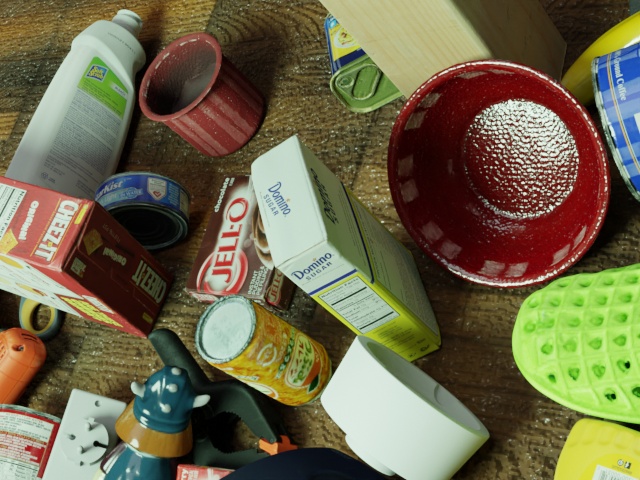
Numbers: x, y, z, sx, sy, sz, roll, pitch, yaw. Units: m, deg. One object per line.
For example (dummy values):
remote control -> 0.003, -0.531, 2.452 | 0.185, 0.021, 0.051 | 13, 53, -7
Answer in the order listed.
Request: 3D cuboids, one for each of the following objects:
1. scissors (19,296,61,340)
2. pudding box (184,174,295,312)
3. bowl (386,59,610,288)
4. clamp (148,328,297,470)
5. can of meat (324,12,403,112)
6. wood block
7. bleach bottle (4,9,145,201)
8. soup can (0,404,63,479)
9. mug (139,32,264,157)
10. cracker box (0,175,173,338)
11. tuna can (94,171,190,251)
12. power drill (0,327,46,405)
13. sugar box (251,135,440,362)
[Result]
scissors -> -0.301, 0.044, 1.064 | 0.202, 0.016, 0.096 | 7, 68, 39
pudding box -> -0.056, 0.001, 0.895 | 0.090, 0.039, 0.113 | 3, 66, 38
bowl -> 0.130, -0.051, 0.747 | 0.162, 0.055, 0.162 | 12, 113, 28
clamp -> -0.089, 0.132, 0.836 | 0.172, 0.039, 0.120 | 2, 84, 34
can of meat -> 0.054, -0.170, 0.905 | 0.102, 0.057, 0.084 | -25, 49, 22
wood block -> 0.092, -0.160, 0.768 | 0.091, 0.205, 0.090 | -2, 63, 35
bleach bottle -> -0.230, -0.122, 1.069 | 0.068, 0.102, 0.250 | -9, 52, 43
soup can -> -0.258, 0.198, 0.906 | 0.069, 0.068, 0.102 | -2, 63, 35
mug -> -0.114, -0.131, 0.988 | 0.117, 0.081, 0.093 | 13, 72, 40
cracker box -> -0.256, 0.001, 0.921 | 0.214, 0.164, 0.072 | 15, 72, 22
tuna can -> -0.160, -0.024, 0.955 | 0.086, 0.086, 0.034 | -19, 56, 26
power drill -> -0.348, 0.122, 1.023 | 0.184, 0.057, 0.188 | -50, 48, 9
sugar box -> 0.020, 0.013, 0.738 | 0.048, 0.176, 0.093 | -31, 50, 18
